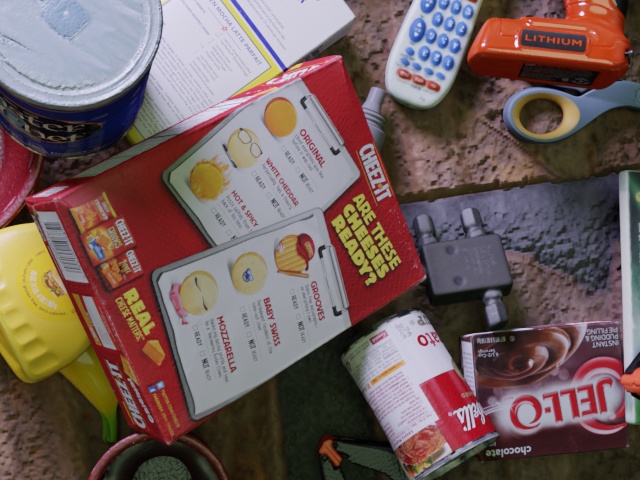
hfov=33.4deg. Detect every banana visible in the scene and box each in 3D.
[{"bbox_3d":[-0.210,0.064,0.721,0.197,0.037,0.069,29,82,-4],"label":"banana"}]

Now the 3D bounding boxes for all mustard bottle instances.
[{"bbox_3d":[-0.133,0.008,0.707,0.191,0.058,0.096,-31,90,-27],"label":"mustard bottle"}]

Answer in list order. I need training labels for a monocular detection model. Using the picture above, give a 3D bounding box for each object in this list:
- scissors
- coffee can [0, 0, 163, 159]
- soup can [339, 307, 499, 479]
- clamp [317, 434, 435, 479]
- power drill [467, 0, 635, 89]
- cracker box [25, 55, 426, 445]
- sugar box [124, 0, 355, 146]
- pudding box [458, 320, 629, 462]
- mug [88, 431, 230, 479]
[{"bbox_3d":[0.221,-0.091,0.788,0.201,0.016,0.096,26,86,-5],"label":"scissors"},{"bbox_3d":[-0.150,-0.111,0.631,0.102,0.140,0.103,2,82,-13],"label":"coffee can"},{"bbox_3d":[0.065,0.105,0.721,0.068,0.068,0.102,-28,71,-7],"label":"soup can"},{"bbox_3d":[0.057,0.208,0.743,0.171,0.039,0.120,35,79,3],"label":"clamp"},{"bbox_3d":[0.150,-0.204,0.723,0.184,0.057,0.187,9,85,7],"label":"power drill"},{"bbox_3d":[-0.054,0.001,0.676,0.213,0.072,0.164,-31,108,-28],"label":"cracker box"},{"bbox_3d":[-0.072,-0.136,0.743,0.176,0.048,0.093,-37,91,-10],"label":"sugar box"},{"bbox_3d":[0.159,0.106,0.759,0.113,0.039,0.090,-4,88,-7],"label":"pudding box"},{"bbox_3d":[-0.094,0.170,0.706,0.117,0.081,0.093,16,85,-5],"label":"mug"}]
